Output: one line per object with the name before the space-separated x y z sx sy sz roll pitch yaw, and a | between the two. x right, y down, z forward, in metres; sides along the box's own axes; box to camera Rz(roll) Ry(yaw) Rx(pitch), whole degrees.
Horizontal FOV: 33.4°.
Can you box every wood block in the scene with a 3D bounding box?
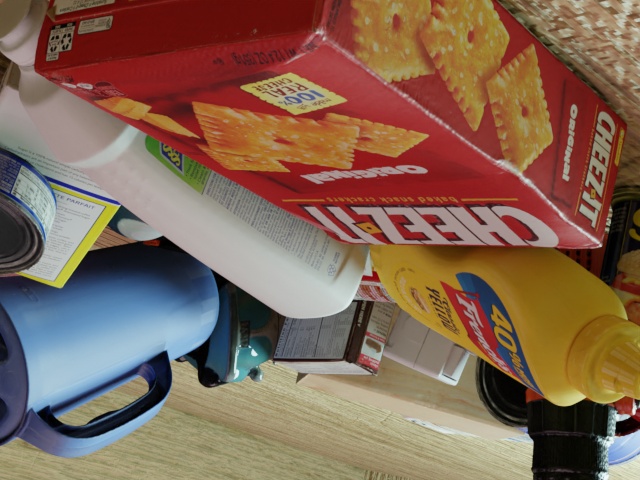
wood block | 0.091 0.117 1.009 0.206 0.090 0.091 17 165 -5

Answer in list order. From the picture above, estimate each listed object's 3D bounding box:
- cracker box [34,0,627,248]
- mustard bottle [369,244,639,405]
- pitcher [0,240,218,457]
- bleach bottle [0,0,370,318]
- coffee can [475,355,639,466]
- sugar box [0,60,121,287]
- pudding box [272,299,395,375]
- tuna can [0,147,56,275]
cracker box | 0.010 -0.060 0.466 0.164 0.072 0.213 2 161 42
mustard bottle | 0.101 0.035 0.555 0.192 0.058 0.096 31 153 55
pitcher | -0.191 0.077 0.882 0.145 0.149 0.242 -5 -173 36
bleach bottle | -0.065 -0.051 0.561 0.068 0.102 0.250 -7 149 36
coffee can | 0.209 0.122 0.883 0.103 0.103 0.140 0 159 44
sugar box | -0.168 -0.041 0.652 0.093 0.048 0.177 22 139 -22
pudding box | 0.013 0.065 0.891 0.039 0.090 0.114 23 163 -28
tuna can | -0.198 -0.018 0.618 0.086 0.033 0.086 5 142 4
